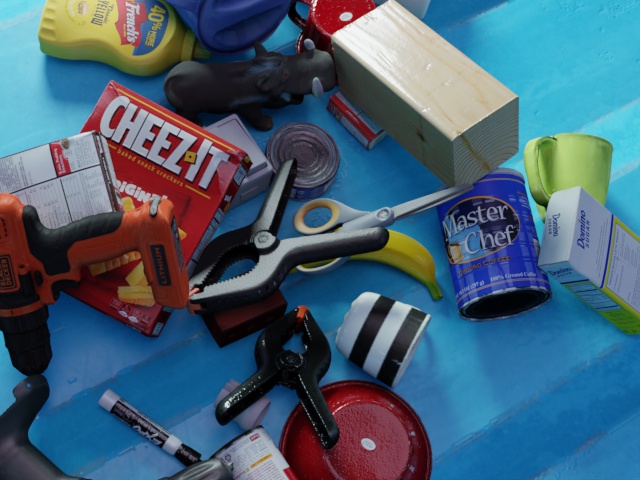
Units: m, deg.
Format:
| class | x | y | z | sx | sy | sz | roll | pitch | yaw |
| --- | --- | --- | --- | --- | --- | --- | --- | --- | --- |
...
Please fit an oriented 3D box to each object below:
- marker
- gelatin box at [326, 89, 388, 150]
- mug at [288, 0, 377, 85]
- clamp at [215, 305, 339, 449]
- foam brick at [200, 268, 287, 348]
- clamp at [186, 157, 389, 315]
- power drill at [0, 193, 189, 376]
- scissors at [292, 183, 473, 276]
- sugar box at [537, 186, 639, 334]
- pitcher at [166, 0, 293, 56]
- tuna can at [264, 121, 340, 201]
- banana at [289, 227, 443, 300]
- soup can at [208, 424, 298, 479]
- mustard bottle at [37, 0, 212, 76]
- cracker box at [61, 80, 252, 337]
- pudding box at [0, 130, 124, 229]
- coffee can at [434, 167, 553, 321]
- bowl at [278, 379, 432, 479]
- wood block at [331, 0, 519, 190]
| class | x | y | z | sx | sy | sz | roll | pitch | yaw |
| --- | --- | --- | --- | --- | --- | --- | --- | --- | --- |
| marker | -0.168 | 0.190 | 1.067 | 0.121 | 0.020 | 0.020 | 34 | 66 | 5 |
| gelatin box | 0.064 | -0.159 | 1.246 | 0.089 | 0.030 | 0.073 | -39 | 77 | -21 |
| mug | 0.013 | -0.249 | 1.246 | 0.117 | 0.081 | 0.093 | 36 | 66 | 6 |
| clamp | -0.042 | 0.132 | 1.070 | 0.120 | 0.039 | 0.171 | 11 | 38 | -10 |
| foam brick | -0.082 | 0.069 | 1.114 | 0.078 | 0.053 | 0.051 | -24 | 73 | -18 |
| clamp | -0.057 | 0.001 | 1.097 | 0.209 | 0.036 | 0.165 | -31 | 49 | -14 |
| power drill | -0.222 | 0.037 | 1.008 | 0.187 | 0.057 | 0.184 | -7 | 113 | 0 |
| scissors | 0.053 | -0.034 | 1.123 | 0.202 | 0.016 | 0.096 | -32 | 56 | 4 |
| sugar box | 0.307 | 0.025 | 1.155 | 0.176 | 0.048 | 0.093 | 33 | 60 | -31 |
| pitcher | -0.150 | -0.332 | 1.206 | 0.145 | 0.149 | 0.243 | -38 | 63 | -5 |
| tuna can | -0.022 | -0.090 | 1.200 | 0.086 | 0.034 | 0.086 | 3 | 67 | -8 |
| banana | 0.043 | 0.017 | 1.165 | 0.197 | 0.037 | 0.069 | 8 | 67 | -6 |
| soup can | -0.057 | 0.240 | 1.038 | 0.068 | 0.068 | 0.102 | -30 | 75 | -20 |
| mustard bottle | -0.217 | -0.238 | 1.216 | 0.191 | 0.058 | 0.096 | 13 | 66 | -4 |
| cracker box | -0.192 | -0.031 | 1.095 | 0.164 | 0.072 | 0.213 | 28 | 85 | 3 |
| pudding box | -0.257 | -0.049 | 1.044 | 0.113 | 0.039 | 0.090 | -17 | 82 | 6 |
| coffee can | 0.186 | 0.006 | 1.157 | 0.102 | 0.103 | 0.140 | -5 | 69 | -12 |
| bowl | 0.041 | 0.212 | 1.073 | 0.162 | 0.055 | 0.162 | 4 | 67 | -9 |
| wood block | 0.111 | -0.158 | 1.148 | 0.090 | 0.091 | 0.206 | -33 | 55 | -15 |
